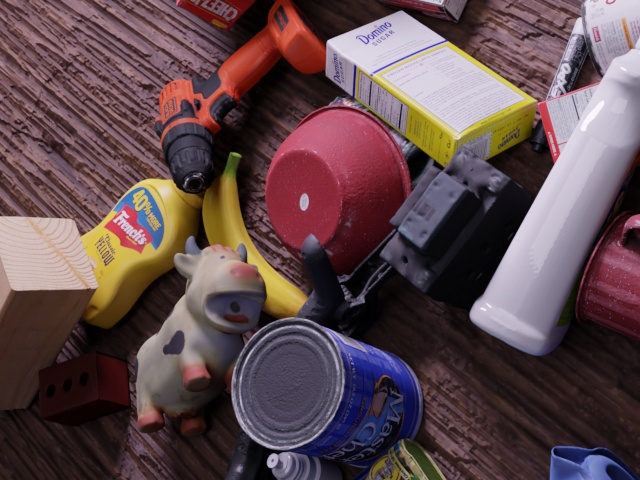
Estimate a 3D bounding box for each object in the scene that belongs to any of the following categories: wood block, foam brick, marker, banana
[{"bbox_3d":[-0.309,0.077,1.065,0.206,0.090,0.091,-53,51,36],"label":"wood block"},{"bbox_3d":[-0.236,0.148,1.067,0.078,0.051,0.053,-21,64,24],"label":"foam brick"},{"bbox_3d":[0.205,-0.131,0.907,0.020,0.020,0.121,20,85,34],"label":"marker"},{"bbox_3d":[-0.068,0.010,1.011,0.070,0.037,0.198,-49,57,35],"label":"banana"}]

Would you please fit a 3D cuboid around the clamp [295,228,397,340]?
[{"bbox_3d":[0.013,0.045,0.900,0.039,0.120,0.172,58,135,39],"label":"clamp"}]

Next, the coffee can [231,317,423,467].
[{"bbox_3d":[0.009,0.127,0.870,0.103,0.140,0.103,-10,69,28],"label":"coffee can"}]

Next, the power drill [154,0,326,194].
[{"bbox_3d":[-0.080,-0.142,1.032,0.188,0.057,0.184,-36,36,13],"label":"power drill"}]

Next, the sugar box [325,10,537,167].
[{"bbox_3d":[0.093,-0.133,0.936,0.093,0.048,0.176,-27,48,-27],"label":"sugar box"}]

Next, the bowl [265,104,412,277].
[{"bbox_3d":[0.002,-0.038,0.943,0.162,0.055,0.162,9,103,42],"label":"bowl"}]

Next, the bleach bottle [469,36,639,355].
[{"bbox_3d":[0.200,-0.041,0.801,0.068,0.102,0.251,28,104,20],"label":"bleach bottle"}]

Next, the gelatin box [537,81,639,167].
[{"bbox_3d":[0.229,-0.089,0.861,0.089,0.030,0.073,-17,83,24],"label":"gelatin box"}]

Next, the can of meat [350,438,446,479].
[{"bbox_3d":[0.066,0.222,0.855,0.084,0.057,0.102,-41,58,11],"label":"can of meat"}]

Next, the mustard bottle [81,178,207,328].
[{"bbox_3d":[-0.179,-0.005,1.078,0.192,0.058,0.096,-42,55,13],"label":"mustard bottle"}]

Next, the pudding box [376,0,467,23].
[{"bbox_3d":[0.107,-0.268,1.001,0.090,0.039,0.113,23,89,34],"label":"pudding box"}]

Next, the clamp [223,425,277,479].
[{"bbox_3d":[-0.061,0.193,0.900,0.036,0.164,0.210,14,71,9],"label":"clamp"}]
